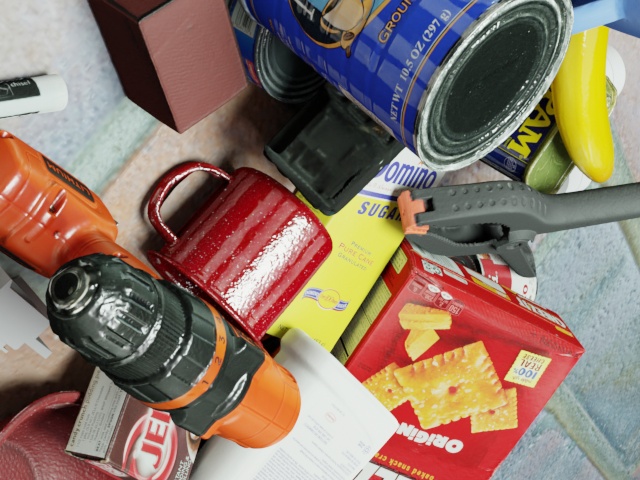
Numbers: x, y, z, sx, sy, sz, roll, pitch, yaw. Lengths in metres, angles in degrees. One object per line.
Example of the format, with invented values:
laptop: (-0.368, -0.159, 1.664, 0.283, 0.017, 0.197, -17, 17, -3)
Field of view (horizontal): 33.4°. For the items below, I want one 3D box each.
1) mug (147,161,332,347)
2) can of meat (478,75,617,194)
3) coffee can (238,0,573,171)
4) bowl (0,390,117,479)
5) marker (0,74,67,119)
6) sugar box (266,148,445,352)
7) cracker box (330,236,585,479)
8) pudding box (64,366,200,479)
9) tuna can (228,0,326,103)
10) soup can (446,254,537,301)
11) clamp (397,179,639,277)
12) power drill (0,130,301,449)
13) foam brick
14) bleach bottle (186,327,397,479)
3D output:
mug: (-0.054, 0.001, 0.659, 0.117, 0.093, 0.081, 45, 75, -18)
can of meat: (0.160, -0.095, 0.815, 0.102, 0.084, 0.057, -56, 145, 4)
coffee can: (0.039, -0.116, 0.533, 0.102, 0.140, 0.103, -33, 149, -23)
bowl: (-0.179, 0.168, 0.642, 0.161, 0.055, 0.162, -12, 103, -63)
marker: (-0.178, -0.063, 0.509, 0.120, 0.020, 0.020, -17, 131, -40)
sugar box: (0.018, -0.009, 0.757, 0.176, 0.048, 0.093, -56, 145, 5)
cracker box: (0.075, 0.123, 0.834, 0.164, 0.072, 0.214, 26, 107, -20)
pudding box: (-0.106, 0.097, 0.674, 0.090, 0.039, 0.113, 50, 49, -55)
tuna can: (-0.014, -0.127, 0.630, 0.086, 0.034, 0.086, -29, 138, -30)
soup can: (0.133, 0.036, 0.910, 0.102, 0.069, 0.068, 8, 113, -52)
clamp: (0.138, -0.009, 0.794, 0.209, 0.036, 0.165, 1, 157, -28)
power drill: (-0.107, 0.020, 0.516, 0.057, 0.188, 0.184, -48, 146, -5)
foam brick: (-0.078, -0.106, 0.558, 0.051, 0.053, 0.078, -39, 143, -20)
bleach bottle: (-0.064, 0.184, 0.715, 0.250, 0.068, 0.102, -47, 121, -7)
